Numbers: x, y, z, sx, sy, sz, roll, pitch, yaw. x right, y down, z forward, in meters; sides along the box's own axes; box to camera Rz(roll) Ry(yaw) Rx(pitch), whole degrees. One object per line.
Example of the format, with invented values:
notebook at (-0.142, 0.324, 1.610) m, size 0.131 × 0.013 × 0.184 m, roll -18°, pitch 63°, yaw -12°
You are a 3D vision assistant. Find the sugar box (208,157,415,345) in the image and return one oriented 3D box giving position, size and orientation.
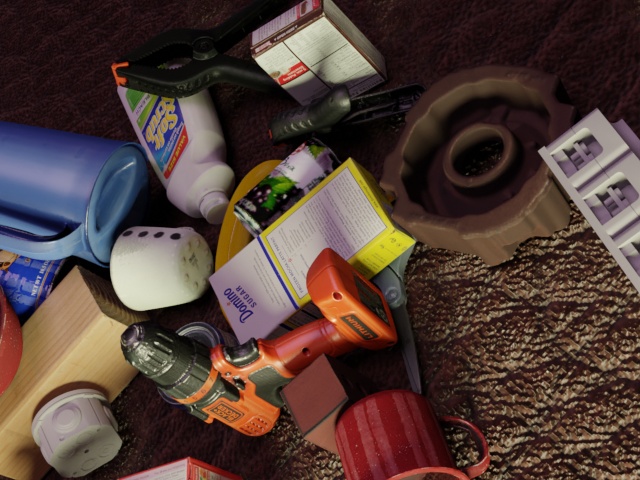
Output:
sugar box at (-0.010, 0.018, 0.954) m, size 0.176 × 0.048 × 0.093 m, roll -41°, pitch 53°, yaw 15°

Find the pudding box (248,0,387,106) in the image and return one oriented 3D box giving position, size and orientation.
pudding box at (-0.001, -0.178, 1.041) m, size 0.090 × 0.113 × 0.039 m, roll -27°, pitch 48°, yaw 25°

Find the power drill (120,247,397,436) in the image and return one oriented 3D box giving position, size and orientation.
power drill at (-0.046, 0.082, 0.881) m, size 0.188 × 0.184 × 0.057 m, roll -31°, pitch 49°, yaw 19°

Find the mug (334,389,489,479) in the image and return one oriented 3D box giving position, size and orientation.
mug at (0.070, 0.165, 0.811) m, size 0.117 × 0.093 × 0.081 m, roll -15°, pitch 45°, yaw -4°

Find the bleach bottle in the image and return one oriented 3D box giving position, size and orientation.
bleach bottle at (-0.145, -0.115, 1.158) m, size 0.103 × 0.068 × 0.251 m, roll -48°, pitch 47°, yaw 19°

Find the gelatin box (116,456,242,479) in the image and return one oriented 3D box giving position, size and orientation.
gelatin box at (-0.124, 0.223, 0.938) m, size 0.089 × 0.073 × 0.030 m, roll -23°, pitch 53°, yaw 28°

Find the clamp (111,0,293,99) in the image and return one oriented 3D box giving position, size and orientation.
clamp at (-0.115, -0.190, 1.140) m, size 0.210 × 0.036 × 0.164 m, roll -17°, pitch 53°, yaw -6°

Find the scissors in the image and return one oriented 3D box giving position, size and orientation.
scissors at (0.049, 0.048, 0.937) m, size 0.096 × 0.016 × 0.201 m, roll -16°, pitch 56°, yaw 32°

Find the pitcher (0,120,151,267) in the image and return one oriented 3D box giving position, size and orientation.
pitcher at (-0.314, -0.057, 1.126) m, size 0.243 × 0.149 × 0.145 m, roll 13°, pitch 83°, yaw 17°

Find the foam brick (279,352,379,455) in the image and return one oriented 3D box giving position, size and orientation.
foam brick at (0.016, 0.137, 0.870) m, size 0.051 × 0.078 × 0.053 m, roll -42°, pitch 48°, yaw 12°

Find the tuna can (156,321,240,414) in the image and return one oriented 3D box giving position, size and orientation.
tuna can at (-0.116, 0.122, 1.018) m, size 0.086 × 0.033 × 0.086 m, roll -20°, pitch 55°, yaw 30°

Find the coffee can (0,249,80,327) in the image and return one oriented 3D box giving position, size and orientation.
coffee can at (-0.346, 0.043, 1.160) m, size 0.140 × 0.103 × 0.103 m, roll 16°, pitch 72°, yaw 3°

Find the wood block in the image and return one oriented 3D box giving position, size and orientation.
wood block at (-0.271, 0.140, 1.096) m, size 0.206 × 0.090 × 0.090 m, roll -47°, pitch 45°, yaw 7°

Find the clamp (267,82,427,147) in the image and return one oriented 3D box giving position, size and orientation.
clamp at (0.004, -0.119, 1.009) m, size 0.172 × 0.120 × 0.039 m, roll -15°, pitch 80°, yaw 37°

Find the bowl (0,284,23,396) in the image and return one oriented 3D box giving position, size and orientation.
bowl at (-0.350, 0.116, 1.070) m, size 0.162 × 0.055 × 0.162 m, roll -21°, pitch 52°, yaw 30°

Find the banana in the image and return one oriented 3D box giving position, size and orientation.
banana at (-0.070, -0.003, 1.049) m, size 0.070 × 0.037 × 0.197 m, roll 2°, pitch 67°, yaw 41°
